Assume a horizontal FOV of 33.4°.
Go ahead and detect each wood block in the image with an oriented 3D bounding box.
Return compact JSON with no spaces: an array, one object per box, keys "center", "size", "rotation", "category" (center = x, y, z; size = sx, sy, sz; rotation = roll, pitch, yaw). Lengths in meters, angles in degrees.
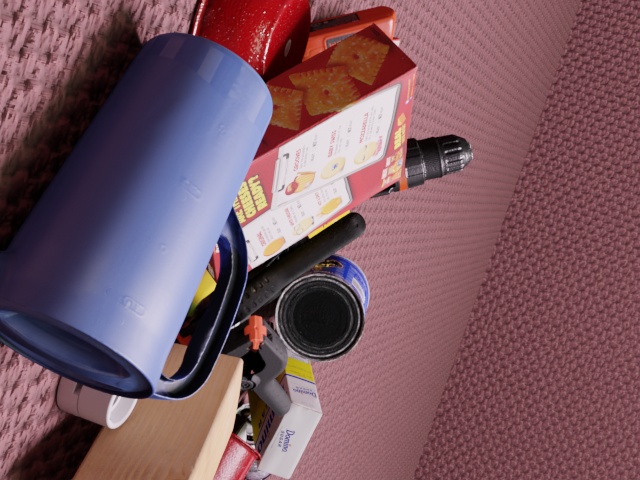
[{"center":[-0.138,0.184,0.921],"size":[0.206,0.091,0.090],"rotation":[-70,172,-61],"category":"wood block"}]

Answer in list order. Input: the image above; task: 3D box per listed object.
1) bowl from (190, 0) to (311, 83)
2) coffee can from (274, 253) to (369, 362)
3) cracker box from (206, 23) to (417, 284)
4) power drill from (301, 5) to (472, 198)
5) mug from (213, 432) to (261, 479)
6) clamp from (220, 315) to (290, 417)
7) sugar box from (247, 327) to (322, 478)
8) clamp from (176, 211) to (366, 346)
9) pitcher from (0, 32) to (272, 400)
[{"center":[-0.052,-0.174,0.916],"size":[0.162,0.055,0.162],"rotation":[90,26,-51],"category":"bowl"},{"center":[0.004,0.076,1.257],"size":[0.140,0.103,0.103],"rotation":[-62,170,-80],"category":"coffee can"},{"center":[-0.023,-0.073,0.935],"size":[0.213,0.072,0.164],"rotation":[-31,154,-18],"category":"cracker box"},{"center":[0.053,-0.134,1.069],"size":[0.057,0.184,0.187],"rotation":[-109,-174,-67],"category":"power drill"},{"center":[-0.127,0.235,1.120],"size":[0.081,0.093,0.117],"rotation":[-58,143,-20],"category":"mug"},{"center":[-0.068,0.133,1.062],"size":[0.172,0.120,0.039],"rotation":[124,-37,-50],"category":"clamp"},{"center":[-0.045,0.183,1.225],"size":[0.176,0.048,0.093],"rotation":[-105,-142,-68],"category":"sugar box"},{"center":[-0.059,0.043,1.085],"size":[0.209,0.036,0.165],"rotation":[-37,-174,-14],"category":"clamp"},{"center":[-0.119,-0.016,0.746],"size":[0.149,0.145,0.242],"rotation":[86,26,-62],"category":"pitcher"}]
